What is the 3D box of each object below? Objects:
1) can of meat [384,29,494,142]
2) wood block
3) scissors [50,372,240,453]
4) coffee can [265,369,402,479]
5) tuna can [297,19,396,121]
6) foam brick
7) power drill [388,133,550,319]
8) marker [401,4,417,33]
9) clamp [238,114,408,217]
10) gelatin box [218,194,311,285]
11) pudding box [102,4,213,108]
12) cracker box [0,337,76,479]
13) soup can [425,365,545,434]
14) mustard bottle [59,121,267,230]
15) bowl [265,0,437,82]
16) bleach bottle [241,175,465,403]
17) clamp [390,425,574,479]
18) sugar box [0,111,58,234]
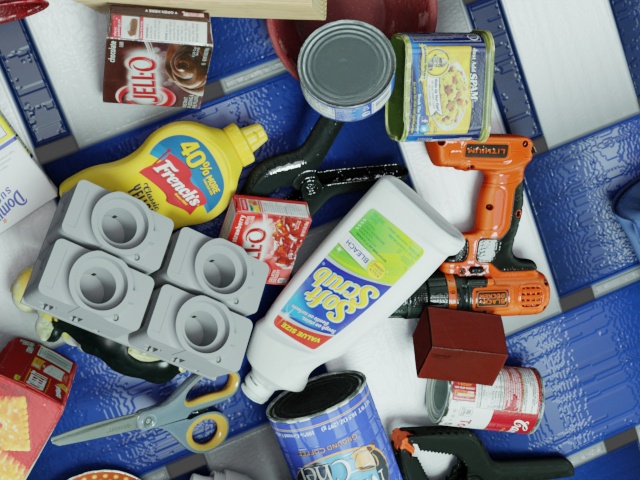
[{"bbox_3d":[0.107,-0.139,0.968,0.083,0.057,0.102,-4,105,-16],"label":"can of meat"},{"bbox_3d":[-0.101,-0.242,0.913,0.206,0.090,0.091,3,94,8],"label":"wood block"},{"bbox_3d":[-0.154,0.179,0.992,0.201,0.016,0.096,-25,120,-36],"label":"scissors"},{"bbox_3d":[0.019,0.211,1.033,0.102,0.103,0.140,-22,102,-8],"label":"coffee can"},{"bbox_3d":[0.023,-0.148,0.939,0.086,0.034,0.086,-1,71,3],"label":"tuna can"},{"bbox_3d":[0.134,0.101,1.026,0.078,0.051,0.053,8,136,-9],"label":"foam brick"},{"bbox_3d":[0.138,-0.012,1.050,0.184,0.057,0.188,-2,100,-12],"label":"power drill"},{"bbox_3d":[0.086,-0.167,1.034,0.020,0.020,0.121,-1,98,-12],"label":"marker"},{"bbox_3d":[-0.012,-0.068,0.998,0.171,0.039,0.120,-26,123,2],"label":"clamp"},{"bbox_3d":[-0.057,0.001,0.999,0.073,0.030,0.089,6,131,-20],"label":"gelatin box"},{"bbox_3d":[-0.145,-0.159,0.940,0.090,0.114,0.039,1,66,-12],"label":"pudding box"},{"bbox_3d":[-0.298,0.202,0.934,0.072,0.164,0.214,30,91,-11],"label":"cracker box"},{"bbox_3d":[0.165,0.156,1.073,0.102,0.068,0.068,8,97,-12],"label":"soup can"},{"bbox_3d":[-0.135,-0.055,0.984,0.191,0.058,0.096,-30,104,-6],"label":"mustard bottle"},{"bbox_3d":[0.024,-0.212,0.995,0.162,0.055,0.162,-2,99,-12],"label":"bowl"},{"bbox_3d":[0.018,0.062,1.008,0.102,0.068,0.251,43,105,11],"label":"bleach bottle"},{"bbox_3d":[0.158,0.244,1.091,0.164,0.036,0.209,-47,114,-4],"label":"clamp"},{"bbox_3d":[-0.322,-0.088,0.948,0.093,0.048,0.176,-34,107,-5],"label":"sugar box"}]
